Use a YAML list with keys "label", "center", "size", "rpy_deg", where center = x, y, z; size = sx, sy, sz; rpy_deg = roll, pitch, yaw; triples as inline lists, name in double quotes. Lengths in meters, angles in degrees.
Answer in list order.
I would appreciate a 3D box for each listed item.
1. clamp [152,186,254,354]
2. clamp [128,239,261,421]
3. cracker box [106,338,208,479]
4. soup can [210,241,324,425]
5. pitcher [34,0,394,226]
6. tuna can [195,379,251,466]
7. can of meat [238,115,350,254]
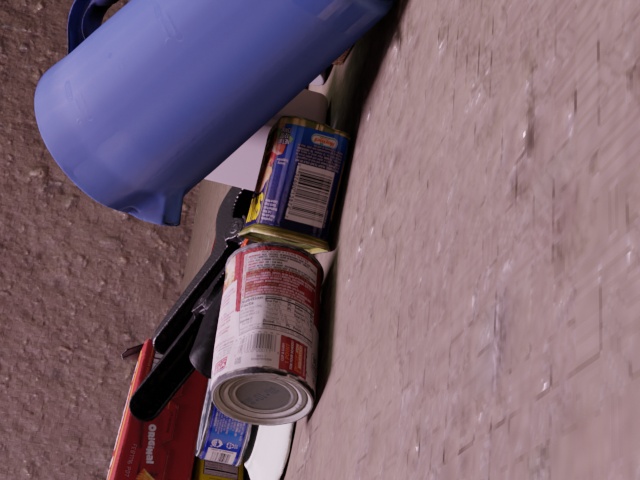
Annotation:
- label: "clamp"
  center: [-0.056, 0.001, 0.911]
  size: [0.165, 0.036, 0.210]
  rpy_deg: [-7, 54, 47]
- label: "clamp"
  center: [-0.082, 0.062, 0.799]
  size: [0.120, 0.039, 0.171]
  rpy_deg: [-33, 18, 38]
- label: "cracker box"
  center: [-0.158, 0.217, 0.975]
  size: [0.214, 0.072, 0.164]
  rpy_deg: [110, 170, -49]
- label: "soup can"
  center: [-0.034, 0.061, 0.698]
  size: [0.069, 0.068, 0.102]
  rpy_deg: [112, 166, -50]
- label: "pitcher"
  center: [-0.075, -0.138, 0.720]
  size: [0.243, 0.149, 0.145]
  rpy_deg: [-35, 26, 30]
- label: "tuna can"
  center: [-0.070, 0.126, 0.810]
  size: [0.086, 0.033, 0.086]
  rpy_deg: [-168, 91, -83]
- label: "can of meat"
  center: [-0.017, -0.038, 0.761]
  size: [0.102, 0.057, 0.084]
  rpy_deg: [169, 115, -80]
